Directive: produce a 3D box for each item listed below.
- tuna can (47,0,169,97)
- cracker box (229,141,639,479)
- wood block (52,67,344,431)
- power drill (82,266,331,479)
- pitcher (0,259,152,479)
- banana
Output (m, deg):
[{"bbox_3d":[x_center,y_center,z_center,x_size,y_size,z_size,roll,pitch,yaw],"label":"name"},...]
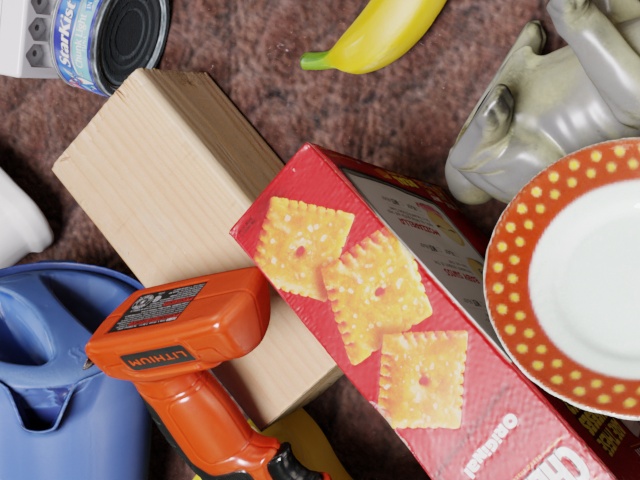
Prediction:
[{"bbox_3d":[-0.131,-0.134,0.671,0.034,0.086,0.086,20,105,19],"label":"tuna can"},{"bbox_3d":[0.074,0.055,0.539,0.072,0.164,0.214,-47,66,16],"label":"cracker box"},{"bbox_3d":[-0.055,0.001,0.654,0.091,0.090,0.206,-44,79,22],"label":"wood block"},{"bbox_3d":[-0.027,0.107,0.567,0.185,0.057,0.187,-12,115,31],"label":"power drill"},{"bbox_3d":[-0.171,0.139,0.691,0.145,0.149,0.243,22,122,28],"label":"pitcher"},{"bbox_3d":[0.053,-0.172,0.611,0.070,0.037,0.198,32,109,15],"label":"banana"}]
